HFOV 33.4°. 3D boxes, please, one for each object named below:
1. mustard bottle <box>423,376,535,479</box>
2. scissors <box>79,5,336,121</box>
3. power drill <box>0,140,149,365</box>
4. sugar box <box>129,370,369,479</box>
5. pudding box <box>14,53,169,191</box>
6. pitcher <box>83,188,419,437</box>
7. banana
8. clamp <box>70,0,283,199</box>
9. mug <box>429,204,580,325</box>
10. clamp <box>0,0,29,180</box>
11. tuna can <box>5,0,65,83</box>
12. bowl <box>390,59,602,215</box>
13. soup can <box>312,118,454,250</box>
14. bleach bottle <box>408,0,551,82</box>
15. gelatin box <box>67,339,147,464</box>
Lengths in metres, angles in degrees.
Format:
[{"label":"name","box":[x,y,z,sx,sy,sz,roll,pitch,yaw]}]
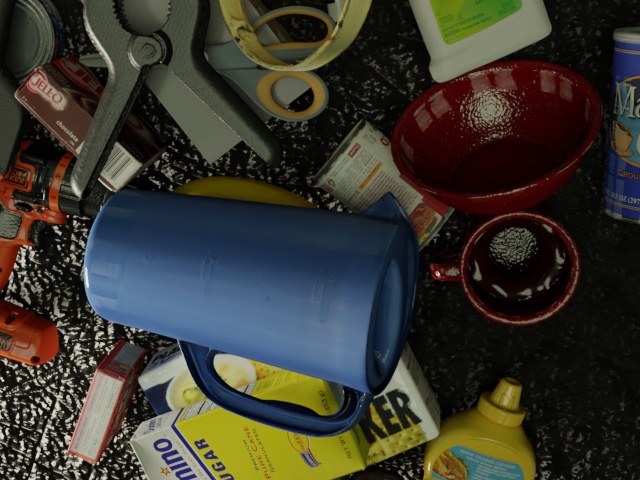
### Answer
[{"label":"mustard bottle","box":[0.134,0.207,0.932,0.096,0.058,0.192,18,107,0]},{"label":"scissors","box":[-0.080,-0.124,0.825,0.202,0.016,0.096,-15,101,10]},{"label":"power drill","box":[-0.247,0.009,0.925,0.184,0.057,0.188,18,103,6]},{"label":"sugar box","box":[-0.058,0.169,0.880,0.176,0.048,0.093,-23,101,11]},{"label":"pudding box","box":[-0.184,-0.098,0.871,0.039,0.090,0.113,-41,98,17]},{"label":"pitcher","box":[-0.055,0.040,0.816,0.243,0.149,0.145,10,133,18]},{"label":"banana","box":[-0.059,-0.017,0.894,0.198,0.037,0.069,6,100,18]},{"label":"clamp","box":[-0.113,-0.138,0.796,0.164,0.036,0.210,-2,99,4]},{"label":"mug","box":[0.147,0.014,0.867,0.117,0.081,0.093,-10,104,9]},{"label":"clamp","box":[-0.273,-0.135,0.856,0.120,0.039,0.171,-23,101,7]},{"label":"tuna can","box":[-0.257,-0.171,0.889,0.086,0.033,0.086,2,105,6]},{"label":"bowl","box":[0.138,-0.070,0.826,0.162,0.162,0.055,-14,132,10]},{"label":"soup can","box":[0.053,-0.042,0.870,0.102,0.068,0.068,39,106,-4]},{"label":"bleach bottle","box":[0.085,-0.255,0.813,0.103,0.068,0.251,-23,99,12]},{"label":"gelatin box","box":[-0.187,0.142,0.944,0.030,0.073,0.089,21,106,1]}]
